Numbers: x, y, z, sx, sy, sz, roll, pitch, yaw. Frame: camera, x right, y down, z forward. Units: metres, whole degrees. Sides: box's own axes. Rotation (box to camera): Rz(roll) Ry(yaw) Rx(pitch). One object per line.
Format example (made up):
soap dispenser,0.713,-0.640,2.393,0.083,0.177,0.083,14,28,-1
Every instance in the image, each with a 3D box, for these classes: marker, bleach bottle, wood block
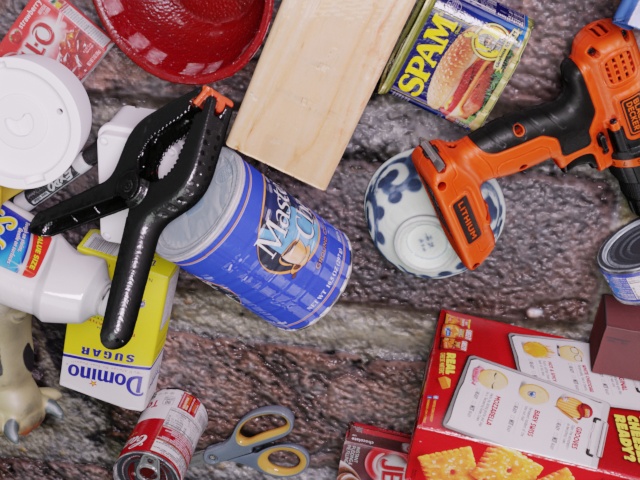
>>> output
marker,-0.234,-0.060,0.973,0.121,0.020,0.020,-29,110,27
bleach bottle,-0.283,0.007,0.957,0.251,0.102,0.068,22,136,9
wood block,0.011,-0.156,0.813,0.090,0.090,0.206,25,123,-2

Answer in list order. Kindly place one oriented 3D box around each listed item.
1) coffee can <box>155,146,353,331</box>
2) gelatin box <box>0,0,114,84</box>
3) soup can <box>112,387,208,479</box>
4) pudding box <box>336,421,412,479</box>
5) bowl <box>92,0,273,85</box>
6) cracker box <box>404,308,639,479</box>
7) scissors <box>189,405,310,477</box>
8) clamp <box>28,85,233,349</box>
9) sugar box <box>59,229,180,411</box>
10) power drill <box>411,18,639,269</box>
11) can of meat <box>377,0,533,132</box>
coffee can,-0.056,0.001,0.890,0.103,0.103,0.140,-32,132,28
gelatin box,-0.230,-0.159,0.905,0.073,0.030,0.089,41,121,-12
soup can,-0.157,0.203,1.065,0.068,0.102,0.068,6,122,10
pudding box,0.062,0.241,1.072,0.090,0.039,0.113,12,123,5
bowl,-0.098,-0.204,0.821,0.162,0.055,0.162,11,119,21
cracker box,0.190,0.154,0.915,0.214,0.164,0.072,13,124,6
scissors,-0.094,0.234,1.120,0.202,0.016,0.096,-35,108,29
clamp,-0.139,-0.027,0.844,0.210,0.165,0.036,-45,144,14
sugar box,-0.196,0.080,1.033,0.093,0.048,0.176,18,121,5
power drill,0.177,-0.055,0.817,0.187,0.057,0.184,-29,123,1
can of meat,0.103,-0.143,0.820,0.084,0.057,0.102,24,124,-5
